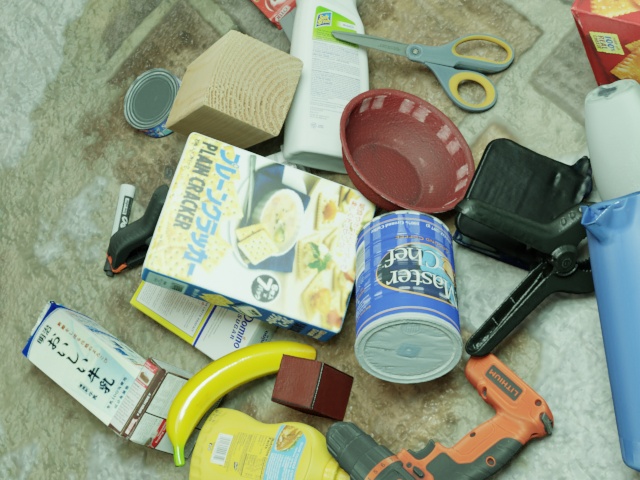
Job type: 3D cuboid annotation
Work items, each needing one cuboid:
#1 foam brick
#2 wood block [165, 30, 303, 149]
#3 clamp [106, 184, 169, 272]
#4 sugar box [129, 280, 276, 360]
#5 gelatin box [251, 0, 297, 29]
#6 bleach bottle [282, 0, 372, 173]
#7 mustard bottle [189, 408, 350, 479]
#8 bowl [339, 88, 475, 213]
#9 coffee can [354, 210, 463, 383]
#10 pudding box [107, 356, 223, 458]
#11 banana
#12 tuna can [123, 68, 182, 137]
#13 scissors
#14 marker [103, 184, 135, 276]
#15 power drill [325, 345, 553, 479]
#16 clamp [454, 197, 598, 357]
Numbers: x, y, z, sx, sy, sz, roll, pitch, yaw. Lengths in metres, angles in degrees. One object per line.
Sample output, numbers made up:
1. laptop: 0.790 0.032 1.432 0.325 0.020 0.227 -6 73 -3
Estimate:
1. foam brick: -0.008 0.156 1.130 0.053 0.078 0.051 8 76 28
2. wood block: -0.103 -0.165 1.224 0.090 0.090 0.206 -71 17 -8
3. clamp: -0.190 -0.014 1.294 0.172 0.120 0.039 -36 59 38
4. sugar box: -0.132 0.077 1.248 0.176 0.048 0.093 30 89 30
5. gelatin box: -0.055 -0.323 1.356 0.073 0.030 0.089 -44 57 9
6. bleach bottle: 0.015 -0.209 1.223 0.068 0.102 0.251 157 120 -63
7. mustard bottle: -0.043 0.239 1.131 0.192 0.058 0.096 5 64 30
8. bowl: 0.083 -0.084 1.146 0.055 0.161 0.162 -52 47 49
9. coffee can: 0.085 0.055 1.056 0.103 0.102 0.140 -20 42 21
10. pudding box: -0.169 0.188 1.187 0.039 0.113 0.090 28 86 36
11. banana: -0.097 0.159 1.159 0.197 0.037 0.069 -38 89 -16
12. tuna can: -0.212 -0.178 1.389 0.086 0.033 0.086 -10 68 26
13. scissors: 0.113 -0.188 1.180 0.202 0.016 0.096 -1 84 4
14. marker: -0.258 -0.013 1.364 0.020 0.020 0.121 1 73 29
15. power drill: 0.118 0.194 1.038 0.187 0.057 0.185 -45 57 -6
16. clamp: 0.222 0.025 1.022 0.036 0.209 0.164 -129 34 -59
